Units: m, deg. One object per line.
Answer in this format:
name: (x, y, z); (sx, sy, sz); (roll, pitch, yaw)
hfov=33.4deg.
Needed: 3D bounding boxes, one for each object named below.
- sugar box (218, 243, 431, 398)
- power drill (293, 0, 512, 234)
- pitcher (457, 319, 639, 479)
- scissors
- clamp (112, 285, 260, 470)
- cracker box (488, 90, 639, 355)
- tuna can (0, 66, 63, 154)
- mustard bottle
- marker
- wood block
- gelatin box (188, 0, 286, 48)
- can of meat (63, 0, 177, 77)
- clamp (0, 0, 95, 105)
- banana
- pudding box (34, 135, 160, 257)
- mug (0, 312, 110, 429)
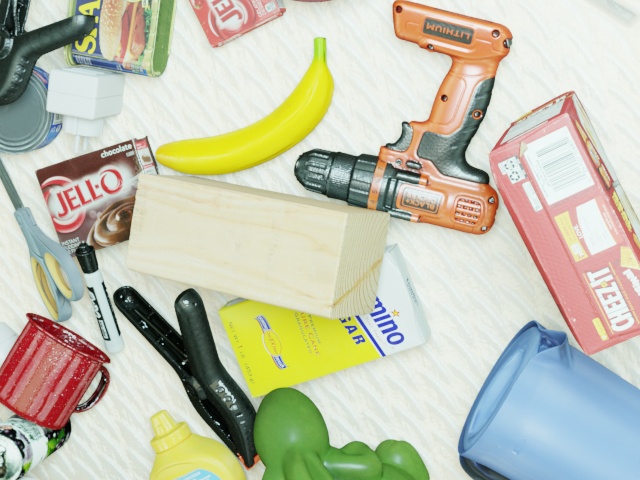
sugar box: (0.004, 0.075, 0.987); (0.176, 0.048, 0.093); (-20, 96, 17)
power drill: (0.079, -0.109, 0.927); (0.184, 0.057, 0.188); (14, 107, 6)
pitcher: (0.245, 0.190, 0.921); (0.243, 0.149, 0.145); (31, 83, 2)
scissors: (-0.274, -0.017, 1.026); (0.096, 0.016, 0.202); (-7, 103, 53)
clamp: (-0.116, 0.124, 1.008); (0.165, 0.036, 0.210); (9, 131, 55)
cracker box: (0.202, -0.023, 0.834); (0.072, 0.213, 0.164); (-26, 95, 18)
tuna can: (-0.288, -0.126, 1.018); (0.086, 0.033, 0.086); (3, 102, 12)
mustard bottle: (-0.113, 0.252, 1.044); (0.096, 0.058, 0.191); (-27, 95, 24)
marker: (-0.212, 0.055, 1.025); (0.020, 0.020, 0.121); (-2, 121, 13)
wood block: (-0.056, 0.002, 0.931); (0.206, 0.090, 0.090); (12, 96, 26)
gelatin box: (-0.082, -0.227, 0.952); (0.073, 0.030, 0.089); (-23, 95, 17)
can of meat: (-0.179, -0.202, 0.966); (0.084, 0.057, 0.102); (11, 104, 8)
clamp: (-0.268, -0.174, 0.954); (0.120, 0.039, 0.172); (48, 116, 29)
banana: (-0.059, -0.103, 0.972); (0.198, 0.037, 0.070); (-32, 74, 16)
pudding box: (-0.204, -0.041, 1.014); (0.114, 0.039, 0.090); (-16, 98, 16)
mug: (-0.255, 0.132, 1.032); (0.093, 0.117, 0.081); (28, 86, 43)
